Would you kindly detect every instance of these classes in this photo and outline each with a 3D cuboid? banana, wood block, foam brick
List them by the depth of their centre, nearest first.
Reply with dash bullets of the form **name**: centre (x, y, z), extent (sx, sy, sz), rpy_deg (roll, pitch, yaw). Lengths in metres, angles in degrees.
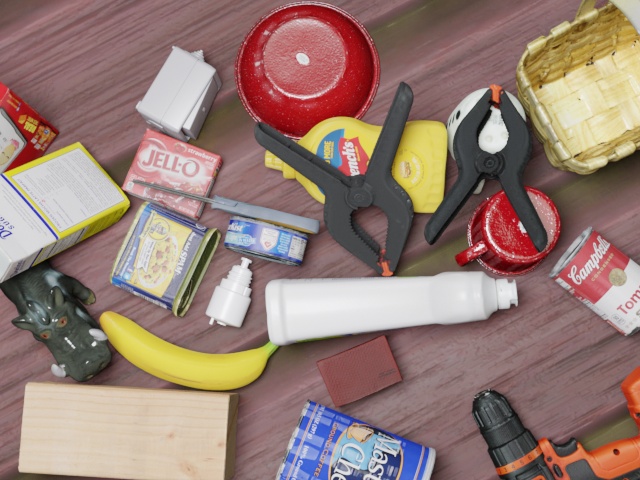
- **wood block**: centre (-0.194, 0.196, 1.098), extent (0.206, 0.091, 0.090), rpy_deg (3, 83, 2)
- **foam brick**: centre (0.041, 0.137, 1.117), extent (0.078, 0.051, 0.053), rpy_deg (-22, 84, -1)
- **banana**: centre (-0.144, 0.122, 1.132), extent (0.198, 0.037, 0.069), rpy_deg (10, 46, 1)

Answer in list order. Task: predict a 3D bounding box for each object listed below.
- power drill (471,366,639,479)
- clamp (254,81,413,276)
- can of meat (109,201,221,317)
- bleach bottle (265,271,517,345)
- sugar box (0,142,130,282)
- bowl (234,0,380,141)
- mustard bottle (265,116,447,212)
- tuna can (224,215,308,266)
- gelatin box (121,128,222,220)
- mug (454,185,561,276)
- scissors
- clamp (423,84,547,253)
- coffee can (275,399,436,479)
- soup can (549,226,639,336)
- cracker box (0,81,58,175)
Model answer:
- **power drill**: centre (0.270, 0.205, 1.100), extent (0.187, 0.057, 0.184), rpy_deg (-29, 87, 1)
- **clamp**: centre (0.029, -0.054, 1.097), extent (0.165, 0.036, 0.210), rpy_deg (-7, 120, 12)
- **can of meat**: centre (-0.166, 0.019, 1.136), extent (0.084, 0.057, 0.102), rpy_deg (24, 84, 6)
- **bleach bottle**: centre (0.075, 0.064, 1.094), extent (0.251, 0.102, 0.068), rpy_deg (-5, 88, 6)
- **sugar box**: centre (-0.288, -0.032, 1.097), extent (0.093, 0.175, 0.048), rpy_deg (48, 131, 7)
- **bowl**: centre (-0.016, -0.191, 1.157), extent (0.162, 0.055, 0.162), rpy_deg (0, 83, 2)
- **mustard bottle**: centre (0.037, -0.083, 1.138), extent (0.191, 0.058, 0.096), rpy_deg (3, 106, 3)
- **tuna can**: centre (-0.057, 0.001, 1.120), extent (0.086, 0.086, 0.034), rpy_deg (14, 86, 3)
- **gelatin box**: centre (-0.161, -0.072, 1.160), extent (0.089, 0.030, 0.073), rpy_deg (22, 84, 4)
- **mug**: centre (0.193, -0.007, 1.114), extent (0.117, 0.081, 0.093), rpy_deg (-26, 83, -1)
- **scissors**: centre (-0.092, -0.034, 1.133), extent (0.202, 0.096, 0.016), rpy_deg (14, 87, 17)
- **clamp**: centre (0.179, -0.067, 1.063), extent (0.120, 0.039, 0.171), rpy_deg (13, 86, 7)
- **coffee can**: centre (0.034, 0.234, 1.080), extent (0.140, 0.103, 0.103), rpy_deg (21, 84, 4)
- **soup can**: centre (0.300, 0.043, 1.112), extent (0.102, 0.068, 0.068), rpy_deg (39, 86, 5)
- **cracker box**: centre (-0.379, -0.065, 1.099), extent (0.072, 0.164, 0.213), rpy_deg (34, 85, 8)
